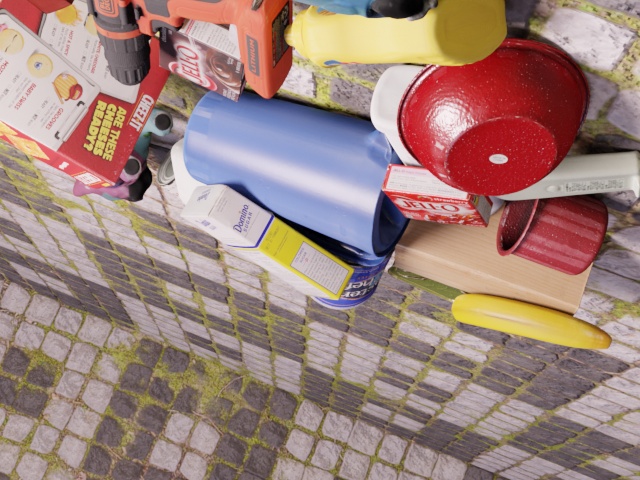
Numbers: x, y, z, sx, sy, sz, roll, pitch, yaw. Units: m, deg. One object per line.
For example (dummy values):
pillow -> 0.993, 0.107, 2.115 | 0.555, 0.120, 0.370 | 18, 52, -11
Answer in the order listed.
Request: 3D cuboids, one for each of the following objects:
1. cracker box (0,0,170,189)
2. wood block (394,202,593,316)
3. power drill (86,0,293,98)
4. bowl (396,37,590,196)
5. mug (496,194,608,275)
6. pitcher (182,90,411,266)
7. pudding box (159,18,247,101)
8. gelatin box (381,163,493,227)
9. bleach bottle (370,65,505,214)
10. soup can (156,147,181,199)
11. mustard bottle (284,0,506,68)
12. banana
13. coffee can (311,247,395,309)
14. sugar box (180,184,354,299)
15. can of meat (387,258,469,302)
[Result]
cracker box -> -0.277, -0.174, 1.090 | 0.213, 0.164, 0.072 | 31, 163, -26
wood block -> 0.194, 0.012, 1.193 | 0.206, 0.091, 0.090 | 19, 164, 10
power drill -> -0.118, -0.189, 0.943 | 0.188, 0.057, 0.184 | 19, 145, 13
bowl -> 0.145, -0.087, 0.877 | 0.162, 0.055, 0.162 | -1, 140, -1
mug -> 0.232, -0.018, 1.077 | 0.081, 0.093, 0.117 | 20, -165, -8
pitcher -> -0.019, -0.072, 1.131 | 0.243, 0.149, 0.144 | 20, -178, 21
pudding box -> -0.112, -0.187, 1.053 | 0.090, 0.039, 0.113 | 24, 163, -2
gelatin box -> 0.112, -0.041, 1.016 | 0.089, 0.030, 0.073 | 8, 164, 26
bleach bottle -> 0.126, -0.079, 1.045 | 0.103, 0.068, 0.250 | 11, 162, 20
soup can -> -0.156, -0.076, 1.408 | 0.102, 0.068, 0.069 | 34, 160, -33
mustard bottle -> 0.043, -0.166, 0.841 | 0.192, 0.096, 0.058 | 8, 114, 44
banana -> 0.218, 0.086, 1.175 | 0.198, 0.037, 0.069 | 11, 179, 39
coffee can -> 0.033, 0.012, 1.281 | 0.103, 0.102, 0.140 | 22, 155, 2
sugar box -> -0.057, 0.001, 1.154 | 0.176, 0.048, 0.093 | 36, 166, -23
can of meat -> 0.143, 0.017, 1.285 | 0.102, 0.084, 0.057 | 23, 164, -3
